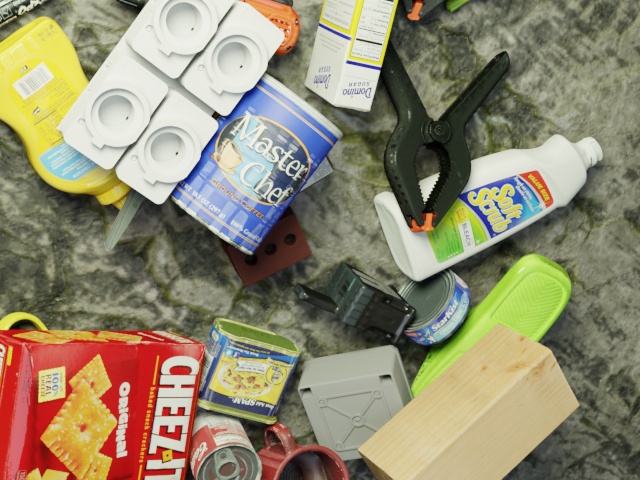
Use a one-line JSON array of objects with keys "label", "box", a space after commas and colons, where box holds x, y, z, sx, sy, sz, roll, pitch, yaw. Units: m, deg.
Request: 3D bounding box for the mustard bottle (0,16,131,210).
[{"label": "mustard bottle", "box": [-0.229, -0.102, 0.978, 0.096, 0.058, 0.191, -39, 117, -9]}]

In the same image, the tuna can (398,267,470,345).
[{"label": "tuna can", "box": [0.119, 0.070, 1.149, 0.033, 0.086, 0.086, 39, 93, -28]}]

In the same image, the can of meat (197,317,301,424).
[{"label": "can of meat", "box": [-0.080, 0.136, 1.121, 0.102, 0.057, 0.084, 18, 100, -25]}]

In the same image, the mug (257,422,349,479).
[{"label": "mug", "box": [-0.032, 0.250, 1.144, 0.093, 0.082, 0.117, -26, 100, -26]}]

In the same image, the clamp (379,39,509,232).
[{"label": "clamp", "box": [0.102, -0.115, 1.070, 0.164, 0.036, 0.210, 16, 80, -20]}]

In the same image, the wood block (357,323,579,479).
[{"label": "wood block", "box": [0.153, 0.194, 1.105, 0.206, 0.090, 0.090, -40, 120, -13]}]

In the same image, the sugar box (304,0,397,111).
[{"label": "sugar box", "box": [0.036, -0.218, 1.009, 0.048, 0.093, 0.176, 5, 108, -21]}]

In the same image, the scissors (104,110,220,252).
[{"label": "scissors", "box": [-0.159, -0.093, 0.987, 0.201, 0.016, 0.096, -52, 130, -21]}]

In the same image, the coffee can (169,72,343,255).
[{"label": "coffee can", "box": [-0.061, -0.072, 0.980, 0.102, 0.103, 0.140, 36, 93, -27]}]

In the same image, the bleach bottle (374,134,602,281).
[{"label": "bleach bottle", "box": [0.188, -0.053, 1.142, 0.250, 0.068, 0.102, -26, 115, -11]}]

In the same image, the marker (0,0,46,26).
[{"label": "marker", "box": [-0.256, -0.216, 0.948, 0.121, 0.020, 0.020, -31, 117, -6]}]

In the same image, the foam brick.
[{"label": "foam brick", "box": [-0.057, 0.001, 1.081, 0.078, 0.051, 0.053, -27, 116, -8]}]

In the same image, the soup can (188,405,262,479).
[{"label": "soup can", "box": [-0.107, 0.218, 1.116, 0.068, 0.102, 0.068, -7, 112, -17]}]

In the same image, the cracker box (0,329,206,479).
[{"label": "cracker box", "box": [-0.218, 0.170, 1.016, 0.213, 0.072, 0.164, 6, 95, -46]}]
